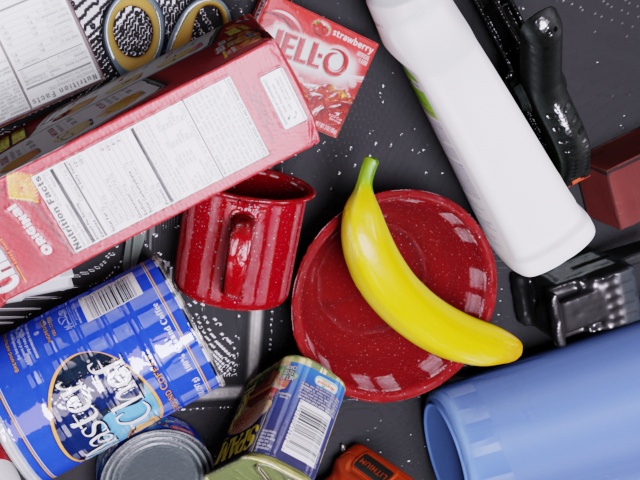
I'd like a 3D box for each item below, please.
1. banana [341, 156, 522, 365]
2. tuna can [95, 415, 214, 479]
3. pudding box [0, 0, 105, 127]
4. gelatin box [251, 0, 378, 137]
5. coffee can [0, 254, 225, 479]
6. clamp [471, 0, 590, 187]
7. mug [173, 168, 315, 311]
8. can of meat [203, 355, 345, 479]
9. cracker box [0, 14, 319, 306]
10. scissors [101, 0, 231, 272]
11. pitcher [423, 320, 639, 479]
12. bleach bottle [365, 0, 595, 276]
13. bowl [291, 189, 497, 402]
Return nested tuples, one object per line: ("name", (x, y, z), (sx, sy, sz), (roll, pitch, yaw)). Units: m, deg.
("banana", (0.071, 0.035, 0.751), (0.069, 0.037, 0.197), (-41, 113, -4))
("tuna can", (-0.122, 0.173, 0.786), (0.086, 0.034, 0.086), (-5, 106, -17))
("pudding box", (-0.200, -0.136, 0.676), (0.090, 0.039, 0.113), (-26, 113, -11))
("gelatin box", (-0.015, -0.122, 0.745), (0.089, 0.030, 0.073), (22, 96, -23))
("coffee can", (-0.149, 0.086, 0.717), (0.140, 0.103, 0.103), (-28, 111, -10))
("clamp", (0.154, -0.111, 0.750), (0.036, 0.164, 0.210), (-27, 122, 5))
("mug", (-0.055, 0.001, 0.722), (0.093, 0.117, 0.081), (8, 107, -8))
("can of meat", (-0.031, 0.138, 0.758), (0.057, 0.102, 0.084), (31, 58, -13))
("cracker box", (-0.115, -0.054, 0.640), (0.213, 0.164, 0.072), (-27, 109, 0))
("scissors", (-0.128, -0.081, 0.727), (0.096, 0.016, 0.202), (26, 95, -21))
("pitcher", (0.210, 0.147, 0.850), (0.242, 0.145, 0.149), (-13, 96, -11))
("bleach bottle", (0.102, -0.098, 0.751), (0.068, 0.102, 0.250), (-33, 113, 0))
("bowl", (0.048, 0.036, 0.795), (0.162, 0.055, 0.162), (-5, 106, -17))
